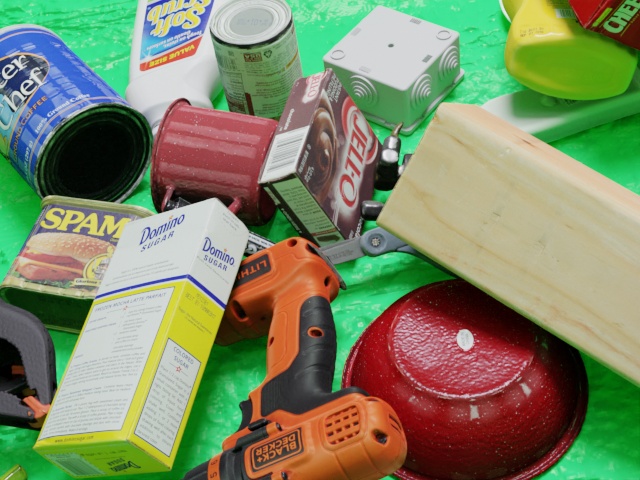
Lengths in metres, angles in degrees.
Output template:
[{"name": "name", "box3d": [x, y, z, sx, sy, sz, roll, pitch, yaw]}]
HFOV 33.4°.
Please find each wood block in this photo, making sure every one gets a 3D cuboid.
[{"name": "wood block", "box3d": [0.153, 0.002, 0.665, 0.206, 0.090, 0.090, 33, 17, 17]}]

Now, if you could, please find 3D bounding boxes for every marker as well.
[{"name": "marker", "box3d": [-0.055, 0.001, 0.753, 0.121, 0.020, 0.020, 25, 47, -18]}]

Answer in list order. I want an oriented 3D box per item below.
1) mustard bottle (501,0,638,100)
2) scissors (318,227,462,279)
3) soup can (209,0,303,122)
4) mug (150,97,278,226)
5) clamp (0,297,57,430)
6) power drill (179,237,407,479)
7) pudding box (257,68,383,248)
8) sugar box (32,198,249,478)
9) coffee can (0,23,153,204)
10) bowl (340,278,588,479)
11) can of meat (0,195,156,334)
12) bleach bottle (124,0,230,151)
[{"name": "mustard bottle", "box3d": [0.195, -0.190, 0.862, 0.096, 0.058, 0.191, 8, 42, 0]}, {"name": "scissors", "box3d": [0.055, 0.015, 0.750, 0.201, 0.016, 0.096, -31, 84, -7]}, {"name": "soup can", "box3d": [-0.048, -0.139, 0.867, 0.068, 0.102, 0.068, -5, 48, 5]}, {"name": "mug", "box3d": [-0.077, -0.049, 0.799, 0.081, 0.093, 0.117, 10, 41, 12]}, {"name": "clamp", "box3d": [-0.242, 0.069, 0.710, 0.120, 0.039, 0.172, -38, 64, -8]}, {"name": "power drill", "box3d": [-0.043, 0.098, 0.670, 0.184, 0.057, 0.187, -24, 43, 14]}, {"name": "pudding box", "box3d": [0.004, -0.057, 0.790, 0.039, 0.090, 0.113, -11, 44, 34]}, {"name": "sugar box", "box3d": [-0.111, 0.061, 0.680, 0.094, 0.048, 0.176, -13, 45, 38]}, {"name": "coffee can", "box3d": [-0.214, -0.098, 0.857, 0.102, 0.103, 0.140, -34, 52, -20]}, {"name": "bowl", "box3d": [0.091, 0.078, 0.682, 0.162, 0.055, 0.162, -5, 49, 5]}, {"name": "can of meat", "box3d": [-0.172, 0.020, 0.777, 0.102, 0.057, 0.084, 8, 53, 17]}, {"name": "bleach bottle", "box3d": [-0.114, -0.170, 0.933, 0.102, 0.068, 0.251, -6, 50, 6]}]
